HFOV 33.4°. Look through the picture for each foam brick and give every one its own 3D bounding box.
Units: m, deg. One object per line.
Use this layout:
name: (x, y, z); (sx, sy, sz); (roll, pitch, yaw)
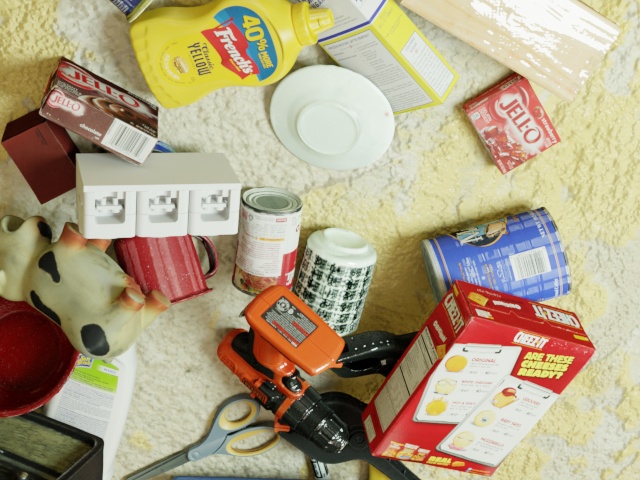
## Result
foam brick: (-0.278, -0.088, 1.081); (0.053, 0.051, 0.078); (-25, 118, 4)

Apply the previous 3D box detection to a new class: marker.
marker: (-0.009, 0.251, 1.308); (0.020, 0.020, 0.121); (-15, 118, 0)

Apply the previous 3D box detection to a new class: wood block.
wood block: (0.177, -0.231, 1.049); (0.206, 0.091, 0.090); (26, 110, -19)

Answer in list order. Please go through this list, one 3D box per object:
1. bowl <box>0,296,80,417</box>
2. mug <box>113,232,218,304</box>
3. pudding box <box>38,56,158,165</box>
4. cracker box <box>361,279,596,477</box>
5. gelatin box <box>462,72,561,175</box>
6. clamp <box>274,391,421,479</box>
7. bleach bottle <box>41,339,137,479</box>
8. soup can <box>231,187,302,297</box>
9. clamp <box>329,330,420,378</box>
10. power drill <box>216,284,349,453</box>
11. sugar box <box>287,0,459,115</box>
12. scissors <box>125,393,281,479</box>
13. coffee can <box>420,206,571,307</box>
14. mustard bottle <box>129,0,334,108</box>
bowl: (-0.329, 0.113, 1.147); (0.162, 0.055, 0.162); (-1, 73, 2)
mug: (-0.160, 0.024, 1.131); (0.117, 0.093, 0.081); (-18, 92, -35)
pudding box: (-0.215, -0.128, 1.048); (0.113, 0.090, 0.039); (29, 111, -21)
cracker box: (0.166, 0.154, 1.157); (0.164, 0.072, 0.214); (16, 123, -25)
gelatin box: (0.204, -0.125, 1.140); (0.073, 0.030, 0.089); (-31, 117, 8)
clamp: (0.050, 0.236, 1.268); (0.210, 0.036, 0.164); (1, 113, -1)
bleach bottle: (-0.249, 0.159, 1.205); (0.102, 0.068, 0.251); (19, 111, -12)
soup can: (-0.058, 0.001, 1.148); (0.068, 0.068, 0.102); (3, 116, -10)
clamp: (0.068, 0.134, 1.207); (0.171, 0.039, 0.120); (1, 140, -30)
power drill: (-0.030, 0.140, 1.143); (0.184, 0.057, 0.188); (39, 151, 11)
sugar box: (0.047, -0.200, 1.045); (0.176, 0.094, 0.048); (46, 63, -24)
scissors: (-0.147, 0.238, 1.285); (0.201, 0.016, 0.096); (-10, 116, -2)
coffee can: (0.192, 0.030, 1.176); (0.140, 0.103, 0.103); (-16, 118, 0)
mustard bottle: (-0.079, -0.191, 1.025); (0.192, 0.058, 0.096); (-11, 120, 16)
